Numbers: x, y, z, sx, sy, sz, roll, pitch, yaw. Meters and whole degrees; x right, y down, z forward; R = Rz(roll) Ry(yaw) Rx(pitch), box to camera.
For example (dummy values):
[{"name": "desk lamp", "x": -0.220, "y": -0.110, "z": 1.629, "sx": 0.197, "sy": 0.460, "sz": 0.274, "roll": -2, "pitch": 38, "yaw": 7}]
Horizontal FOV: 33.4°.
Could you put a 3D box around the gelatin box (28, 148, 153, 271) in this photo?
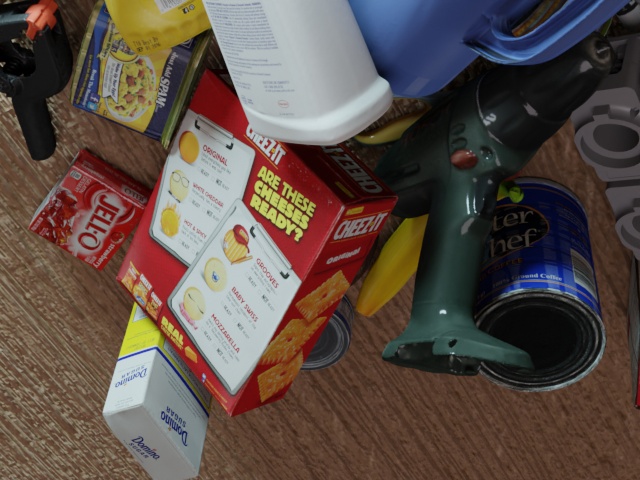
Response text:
[{"name": "gelatin box", "x": -0.193, "y": -0.025, "z": 0.903, "sx": 0.073, "sy": 0.030, "sz": 0.089, "roll": 33, "pitch": 125, "yaw": -17}]

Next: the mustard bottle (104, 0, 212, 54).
[{"name": "mustard bottle", "x": -0.123, "y": -0.218, "z": 0.677, "sx": 0.096, "sy": 0.058, "sz": 0.191, "roll": -28, "pitch": 129, "yaw": 1}]

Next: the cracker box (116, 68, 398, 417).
[{"name": "cracker box", "x": -0.055, "y": 0.001, "z": 0.817, "sx": 0.164, "sy": 0.071, "sz": 0.214, "roll": 46, "pitch": 125, "yaw": 26}]

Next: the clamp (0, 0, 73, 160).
[{"name": "clamp", "x": -0.227, "y": -0.121, "z": 0.808, "sx": 0.120, "sy": 0.039, "sz": 0.172, "roll": 32, "pitch": 147, "yaw": -27}]

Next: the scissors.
[{"name": "scissors", "x": 0.121, "y": -0.095, "z": 0.816, "sx": 0.202, "sy": 0.016, "sz": 0.096, "roll": -11, "pitch": 127, "yaw": 16}]

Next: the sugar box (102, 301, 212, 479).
[{"name": "sugar box", "x": -0.129, "y": 0.109, "z": 0.906, "sx": 0.048, "sy": 0.176, "sz": 0.093, "roll": -18, "pitch": 124, "yaw": 20}]

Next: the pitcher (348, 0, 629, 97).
[{"name": "pitcher", "x": 0.102, "y": -0.184, "z": 0.642, "sx": 0.145, "sy": 0.149, "sz": 0.243, "roll": 35, "pitch": 141, "yaw": -9}]

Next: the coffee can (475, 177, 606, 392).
[{"name": "coffee can", "x": 0.163, "y": 0.032, "z": 0.830, "sx": 0.103, "sy": 0.140, "sz": 0.103, "roll": 4, "pitch": 128, "yaw": 4}]

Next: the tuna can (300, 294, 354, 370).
[{"name": "tuna can", "x": -0.014, "y": 0.076, "z": 0.956, "sx": 0.086, "sy": 0.033, "sz": 0.086, "roll": 4, "pitch": 128, "yaw": 5}]

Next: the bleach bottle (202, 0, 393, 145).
[{"name": "bleach bottle", "x": -0.041, "y": -0.181, "z": 0.635, "sx": 0.103, "sy": 0.068, "sz": 0.251, "roll": 12, "pitch": 133, "yaw": 48}]

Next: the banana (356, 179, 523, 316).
[{"name": "banana", "x": 0.091, "y": -0.010, "z": 0.853, "sx": 0.037, "sy": 0.069, "sz": 0.198, "roll": 37, "pitch": 133, "yaw": -10}]

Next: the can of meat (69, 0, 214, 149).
[{"name": "can of meat", "x": -0.134, "y": -0.130, "z": 0.797, "sx": 0.084, "sy": 0.057, "sz": 0.102, "roll": 22, "pitch": 127, "yaw": -7}]
